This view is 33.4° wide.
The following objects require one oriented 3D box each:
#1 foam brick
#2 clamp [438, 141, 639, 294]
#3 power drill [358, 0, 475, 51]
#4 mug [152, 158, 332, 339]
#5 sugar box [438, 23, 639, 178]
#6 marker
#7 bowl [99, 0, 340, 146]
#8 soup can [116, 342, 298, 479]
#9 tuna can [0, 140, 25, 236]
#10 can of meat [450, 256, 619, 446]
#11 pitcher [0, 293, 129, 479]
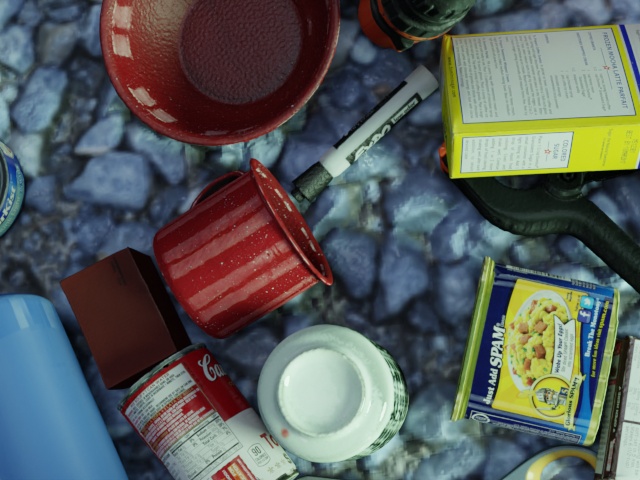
[{"bbox_3d":[-0.124,0.051,0.692,0.053,0.051,0.078,-27,78,3],"label":"foam brick"},{"bbox_3d":[0.163,-0.042,0.670,0.171,0.039,0.120,24,69,14],"label":"clamp"},{"bbox_3d":[0.115,-0.176,0.634,0.187,0.184,0.057,-27,99,-5],"label":"power drill"},{"bbox_3d":[-0.054,0.001,0.677,0.081,0.093,0.117,-32,47,7],"label":"mug"},{"bbox_3d":[0.163,-0.087,0.648,0.176,0.048,0.093,-1,51,2],"label":"sugar box"},{"bbox_3d":[0.028,-0.069,0.704,0.121,0.020,0.020,-42,78,1],"label":"marker"},{"bbox_3d":[-0.061,-0.139,0.705,0.162,0.055,0.162,-1,87,13],"label":"bowl"},{"bbox_3d":[-0.070,0.124,0.664,0.068,0.068,0.102,-39,78,1],"label":"soup can"},{"bbox_3d":[-0.249,-0.036,0.734,0.086,0.033,0.086,-1,81,9],"label":"tuna can"},{"bbox_3d":[0.130,0.068,0.648,0.084,0.057,0.102,12,84,8],"label":"can of meat"},{"bbox_3d":[-0.186,0.165,0.649,0.149,0.145,0.243,-14,72,-33],"label":"pitcher"}]
